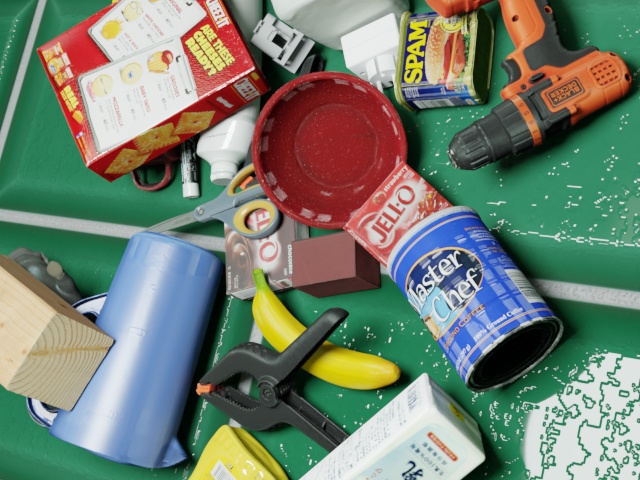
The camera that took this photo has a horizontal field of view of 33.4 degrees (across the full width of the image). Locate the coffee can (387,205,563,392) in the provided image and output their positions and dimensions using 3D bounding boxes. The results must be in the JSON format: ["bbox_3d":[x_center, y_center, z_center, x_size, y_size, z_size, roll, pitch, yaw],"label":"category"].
[{"bbox_3d":[0.140,0.053,0.978,0.103,0.102,0.140,-42,58,14],"label":"coffee can"}]

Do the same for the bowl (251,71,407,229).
[{"bbox_3d":[0.012,-0.095,1.110,0.162,0.055,0.162,2,101,10],"label":"bowl"}]

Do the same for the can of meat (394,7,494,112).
[{"bbox_3d":[0.128,-0.186,1.090,0.084,0.057,0.102,0,75,29],"label":"can of meat"}]

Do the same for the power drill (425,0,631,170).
[{"bbox_3d":[0.173,-0.176,1.014,0.184,0.057,0.188,-27,78,0],"label":"power drill"}]

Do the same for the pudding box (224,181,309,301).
[{"bbox_3d":[-0.058,0.001,1.157,0.090,0.039,0.113,-16,66,27],"label":"pudding box"}]

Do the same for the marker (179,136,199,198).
[{"bbox_3d":[-0.156,-0.111,1.251,0.020,0.020,0.121,-8,84,30],"label":"marker"}]

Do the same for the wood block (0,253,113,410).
[{"bbox_3d":[-0.326,0.083,1.123,0.206,0.090,0.090,29,85,39],"label":"wood block"}]

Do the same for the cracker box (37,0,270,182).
[{"bbox_3d":[-0.186,-0.189,1.186,0.214,0.072,0.164,-29,71,6],"label":"cracker box"}]

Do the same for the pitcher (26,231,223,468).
[{"bbox_3d":[-0.201,0.115,1.155,0.145,0.149,0.243,4,73,51],"label":"pitcher"}]

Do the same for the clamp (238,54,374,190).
[{"bbox_3d":[-0.018,-0.111,1.170,0.120,0.039,0.171,40,98,38],"label":"clamp"}]

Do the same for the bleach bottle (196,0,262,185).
[{"bbox_3d":[-0.117,-0.186,1.242,0.103,0.068,0.251,-10,72,30],"label":"bleach bottle"}]

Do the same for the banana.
[{"bbox_3d":[-0.005,0.105,1.079,0.198,0.070,0.037,32,49,27],"label":"banana"}]

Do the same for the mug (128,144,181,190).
[{"bbox_3d":[-0.208,-0.117,1.267,0.082,0.093,0.117,-7,97,26],"label":"mug"}]

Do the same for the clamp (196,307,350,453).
[{"bbox_3d":[-0.037,0.158,1.076,0.210,0.036,0.164,-12,95,38],"label":"clamp"}]

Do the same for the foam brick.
[{"bbox_3d":[0.015,0.024,1.096,0.078,0.052,0.051,-10,69,29],"label":"foam brick"}]

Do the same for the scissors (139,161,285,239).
[{"bbox_3d":[-0.118,-0.017,1.169,0.202,0.016,0.096,-31,57,20],"label":"scissors"}]

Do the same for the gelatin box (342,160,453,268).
[{"bbox_3d":[0.078,-0.021,1.051,0.073,0.030,0.089,42,81,1],"label":"gelatin box"}]

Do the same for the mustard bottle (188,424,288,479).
[{"bbox_3d":[-0.119,0.290,1.092,0.096,0.058,0.192,41,98,33],"label":"mustard bottle"}]
